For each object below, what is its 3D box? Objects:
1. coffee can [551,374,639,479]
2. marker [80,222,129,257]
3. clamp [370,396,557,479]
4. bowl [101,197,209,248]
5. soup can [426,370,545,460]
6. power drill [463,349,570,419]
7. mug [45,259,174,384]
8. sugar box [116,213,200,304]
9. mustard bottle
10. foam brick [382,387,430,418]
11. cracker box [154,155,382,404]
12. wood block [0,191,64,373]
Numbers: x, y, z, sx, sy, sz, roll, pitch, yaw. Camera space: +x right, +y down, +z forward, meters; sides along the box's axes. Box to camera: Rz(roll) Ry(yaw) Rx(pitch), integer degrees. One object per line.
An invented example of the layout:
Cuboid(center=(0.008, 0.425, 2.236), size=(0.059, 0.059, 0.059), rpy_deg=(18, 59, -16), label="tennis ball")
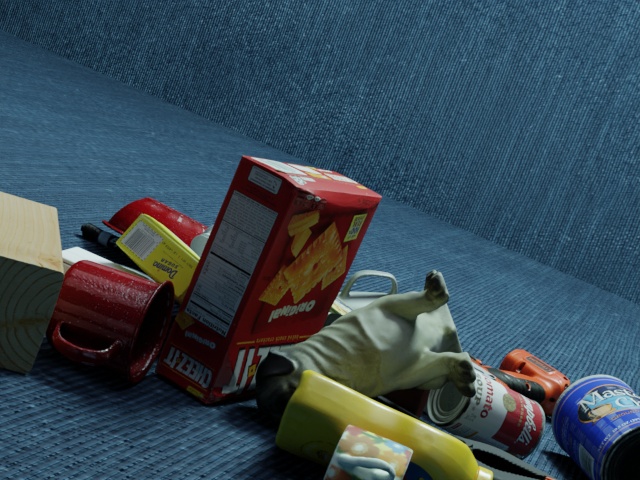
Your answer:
Cuboid(center=(0.318, 0.214, 1.130), size=(0.102, 0.103, 0.140), rpy_deg=(20, 10, -12), label="coffee can")
Cuboid(center=(-0.241, 0.008, 1.304), size=(0.121, 0.020, 0.020), rpy_deg=(24, 10, 14), label="marker")
Cuboid(center=(0.118, 0.197, 0.987), size=(0.210, 0.036, 0.164), rpy_deg=(18, 10, 1), label="clamp")
Cuboid(center=(-0.185, -0.009, 1.316), size=(0.162, 0.055, 0.162), rpy_deg=(27, -1, 0), label="bowl")
Cuboid(center=(0.166, 0.173, 1.075), size=(0.102, 0.068, 0.069), rpy_deg=(29, 5, -25), label="soup can")
Cuboid(center=(0.202, 0.163, 1.314), size=(0.187, 0.057, 0.185), rpy_deg=(10, 19, -41), label="power drill")
Cuboid(center=(-0.183, 0.070, 0.897), size=(0.081, 0.093, 0.117), rpy_deg=(18, 27, 8), label="mug")
Cuboid(center=(-0.127, 0.045, 1.057), size=(0.093, 0.048, 0.176), rpy_deg=(38, -10, 25), label="sugar box")
Cuboid(center=(0.061, 0.173, 0.856), size=(0.191, 0.058, 0.096), rpy_deg=(23, -34, 5), label="mustard bottle")
Cuboid(center=(0.087, 0.143, 1.096), size=(0.053, 0.078, 0.051), rpy_deg=(24, 11, 16), label="foam brick")
Cuboid(center=(-0.043, 0.038, 0.981), size=(0.072, 0.214, 0.164), rpy_deg=(28, 12, 27), label="cracker box")
Cuboid(center=(-0.277, 0.025, 0.909), size=(0.090, 0.090, 0.206), rpy_deg=(18, 11, -20), label="wood block")
